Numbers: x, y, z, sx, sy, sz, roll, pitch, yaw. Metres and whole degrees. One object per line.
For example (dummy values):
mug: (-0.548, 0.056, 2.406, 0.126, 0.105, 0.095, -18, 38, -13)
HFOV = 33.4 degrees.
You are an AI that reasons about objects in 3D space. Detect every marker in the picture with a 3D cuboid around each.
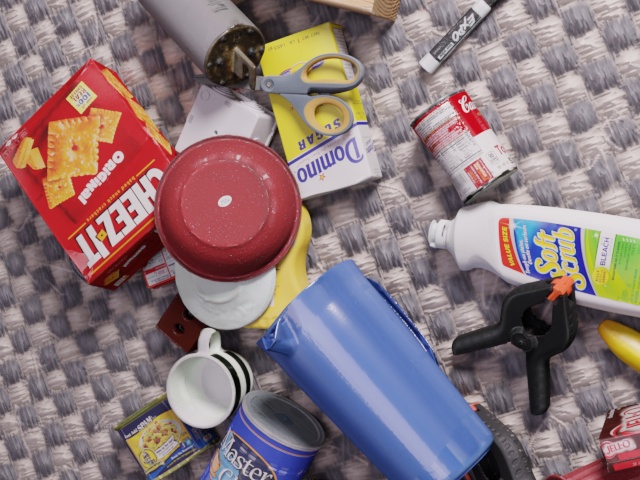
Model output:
marker: (0.151, -0.225, 1.119, 0.020, 0.020, 0.121, 47, 109, 11)

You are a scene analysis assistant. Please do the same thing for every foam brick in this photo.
foam brick: (-0.142, 0.083, 1.242, 0.053, 0.051, 0.078, 39, 107, 13)

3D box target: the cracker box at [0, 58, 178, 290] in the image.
cracker box: (-0.253, -0.076, 1.235, 0.164, 0.072, 0.214, -41, 71, 10)

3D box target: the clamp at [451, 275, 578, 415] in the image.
clamp: (0.202, 0.094, 1.092, 0.120, 0.039, 0.172, 27, 129, 15)

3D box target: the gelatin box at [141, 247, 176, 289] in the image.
gelatin box: (-0.182, 0.005, 1.262, 0.073, 0.030, 0.089, -22, 86, 20)

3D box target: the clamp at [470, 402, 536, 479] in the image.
clamp: (0.201, 0.267, 1.107, 0.210, 0.036, 0.165, 56, 152, 34)

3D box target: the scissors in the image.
scissors: (-0.044, -0.151, 1.154, 0.202, 0.016, 0.096, -8, 94, 25)

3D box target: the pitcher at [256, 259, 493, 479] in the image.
pitcher: (0.065, 0.144, 1.097, 0.149, 0.145, 0.243, -40, 80, -8)

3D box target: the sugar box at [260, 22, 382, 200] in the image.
sugar box: (-0.001, -0.140, 1.172, 0.093, 0.048, 0.176, -16, 88, 22)

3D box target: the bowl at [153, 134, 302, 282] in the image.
bowl: (-0.100, -0.037, 1.135, 0.162, 0.055, 0.162, 0, 86, -1)

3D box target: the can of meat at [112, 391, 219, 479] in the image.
can of meat: (-0.182, 0.230, 1.269, 0.102, 0.057, 0.084, -35, 85, 21)

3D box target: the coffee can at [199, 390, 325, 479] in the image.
coffee can: (-0.071, 0.256, 1.203, 0.103, 0.102, 0.140, 33, 106, 15)

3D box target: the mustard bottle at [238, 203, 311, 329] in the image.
mustard bottle: (-0.058, 0.001, 1.199, 0.096, 0.058, 0.191, 2, 96, 23)

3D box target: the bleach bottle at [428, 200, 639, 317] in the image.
bleach bottle: (0.233, 0.017, 1.088, 0.251, 0.068, 0.102, 8, 96, 22)

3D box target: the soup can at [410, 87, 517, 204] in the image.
soup can: (0.149, -0.097, 1.106, 0.069, 0.068, 0.102, -36, 83, 20)
